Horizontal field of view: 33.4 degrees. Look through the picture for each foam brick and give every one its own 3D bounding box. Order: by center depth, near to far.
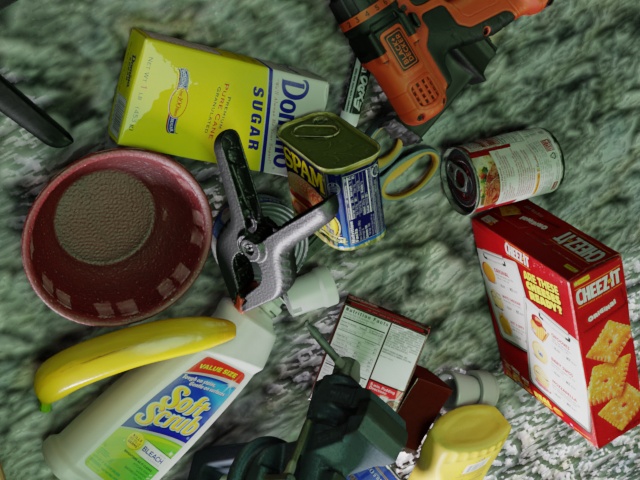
[{"bbox_3d":[0.089,0.170,1.121,0.052,0.051,0.078,25,100,-32],"label":"foam brick"}]

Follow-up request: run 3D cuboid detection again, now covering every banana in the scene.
[{"bbox_3d":[-0.173,0.100,0.929,0.198,0.037,0.069,-20,163,7],"label":"banana"}]

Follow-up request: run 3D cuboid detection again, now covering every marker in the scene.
[{"bbox_3d":[0.032,-0.135,0.969,0.020,0.020,0.121,4,111,-28],"label":"marker"}]

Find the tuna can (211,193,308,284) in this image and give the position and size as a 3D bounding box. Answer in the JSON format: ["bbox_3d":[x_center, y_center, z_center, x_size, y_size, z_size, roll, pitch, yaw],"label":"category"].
[{"bbox_3d":[-0.056,0.001,0.974,0.086,0.034,0.086,-7,111,-18],"label":"tuna can"}]

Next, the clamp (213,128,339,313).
[{"bbox_3d":[-0.057,-0.011,0.900,0.039,0.120,0.172,-30,157,-42],"label":"clamp"}]

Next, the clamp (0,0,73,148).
[{"bbox_3d":[-0.274,-0.144,0.801,0.209,0.036,0.165,-6,115,-22],"label":"clamp"}]

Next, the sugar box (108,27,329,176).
[{"bbox_3d":[-0.084,-0.113,0.906,0.176,0.048,0.093,9,108,-28],"label":"sugar box"}]

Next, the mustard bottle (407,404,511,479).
[{"bbox_3d":[0.135,0.262,1.163,0.096,0.058,0.192,-14,139,-33],"label":"mustard bottle"}]

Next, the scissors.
[{"bbox_3d":[0.024,-0.045,1.010,0.201,0.016,0.096,-31,121,-11],"label":"scissors"}]

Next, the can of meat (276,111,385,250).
[{"bbox_3d":[0.011,-0.050,0.899,0.057,0.102,0.084,-23,126,-21],"label":"can of meat"}]

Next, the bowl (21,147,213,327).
[{"bbox_3d":[-0.175,-0.010,0.902,0.161,0.055,0.162,-11,117,-22],"label":"bowl"}]

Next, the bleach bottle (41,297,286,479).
[{"bbox_3d":[-0.133,0.134,0.988,0.251,0.068,0.102,-46,121,-4],"label":"bleach bottle"}]

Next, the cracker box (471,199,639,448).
[{"bbox_3d":[0.243,0.080,1.087,0.072,0.164,0.213,-26,122,-16],"label":"cracker box"}]

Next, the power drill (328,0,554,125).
[{"bbox_3d":[0.100,-0.220,0.927,0.187,0.057,0.184,-35,103,-12],"label":"power drill"}]

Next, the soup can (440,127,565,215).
[{"bbox_3d":[0.178,-0.069,1.044,0.102,0.069,0.068,-15,118,-21],"label":"soup can"}]

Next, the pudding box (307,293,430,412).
[{"bbox_3d":[0.048,0.121,1.060,0.090,0.039,0.113,22,103,6],"label":"pudding box"}]
